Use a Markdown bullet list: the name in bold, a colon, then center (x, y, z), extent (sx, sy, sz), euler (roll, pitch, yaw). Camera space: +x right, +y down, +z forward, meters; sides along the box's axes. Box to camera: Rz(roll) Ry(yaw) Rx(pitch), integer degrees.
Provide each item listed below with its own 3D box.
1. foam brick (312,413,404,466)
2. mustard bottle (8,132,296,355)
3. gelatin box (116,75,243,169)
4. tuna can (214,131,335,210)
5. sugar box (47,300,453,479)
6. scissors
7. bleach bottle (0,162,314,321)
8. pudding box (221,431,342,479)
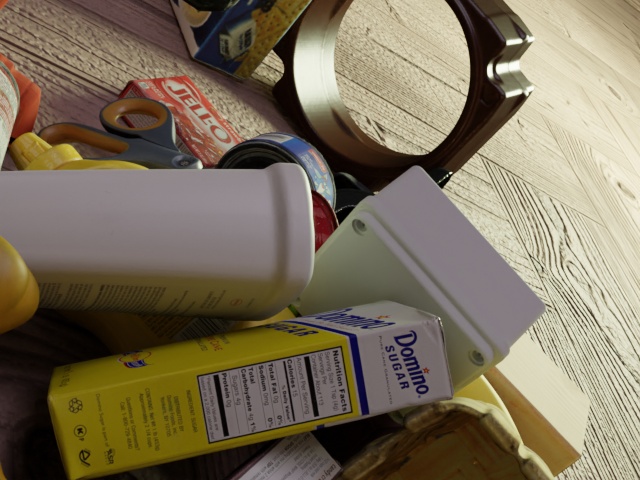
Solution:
- **foam brick**: center (0.015, 0.100, 0.671), extent (0.051, 0.053, 0.078), euler (8, 45, -50)
- **mustard bottle**: center (-0.107, 0.013, 0.597), extent (0.096, 0.058, 0.192), euler (-40, 82, -23)
- **gelatin box**: center (-0.100, -0.083, 0.797), extent (0.089, 0.030, 0.073), euler (50, 27, 10)
- **tuna can**: center (-0.035, -0.032, 0.754), extent (0.086, 0.086, 0.033), euler (47, 28, 6)
- **sugar box**: center (-0.036, 0.066, 0.505), extent (0.093, 0.176, 0.048), euler (-171, -112, -77)
- **scissors**: center (-0.081, -0.054, 0.662), extent (0.202, 0.016, 0.096), euler (12, 38, 20)
- **bleach bottle**: center (-0.136, 0.000, 0.497), extent (0.250, 0.103, 0.068), euler (2, 71, -20)
- **pudding box**: center (-0.049, 0.137, 0.487), extent (0.039, 0.090, 0.113), euler (47, 27, 5)
